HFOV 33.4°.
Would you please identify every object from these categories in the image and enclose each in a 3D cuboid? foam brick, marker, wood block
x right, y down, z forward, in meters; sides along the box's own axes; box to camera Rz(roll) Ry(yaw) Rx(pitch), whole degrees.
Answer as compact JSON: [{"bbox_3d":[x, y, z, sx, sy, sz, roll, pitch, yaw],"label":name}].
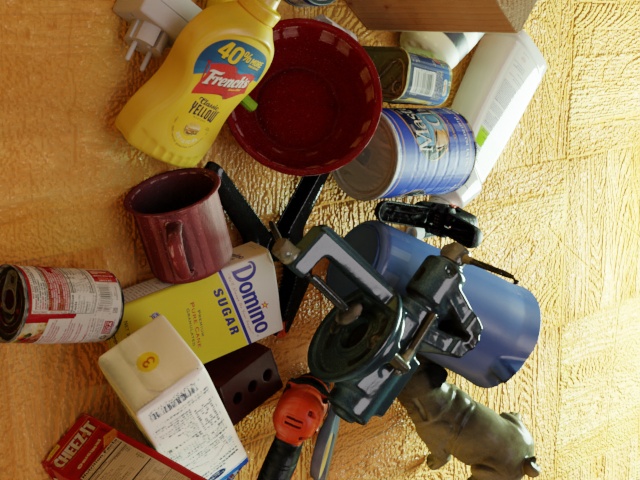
[{"bbox_3d":[-0.087,0.147,1.116,0.078,0.051,0.053,-36,122,-34],"label":"foam brick"},{"bbox_3d":[0.154,-0.015,1.344,0.120,0.020,0.020,-9,105,-44],"label":"marker"},{"bbox_3d":[0.125,-0.280,1.126,0.090,0.206,0.090,45,67,-40],"label":"wood block"}]

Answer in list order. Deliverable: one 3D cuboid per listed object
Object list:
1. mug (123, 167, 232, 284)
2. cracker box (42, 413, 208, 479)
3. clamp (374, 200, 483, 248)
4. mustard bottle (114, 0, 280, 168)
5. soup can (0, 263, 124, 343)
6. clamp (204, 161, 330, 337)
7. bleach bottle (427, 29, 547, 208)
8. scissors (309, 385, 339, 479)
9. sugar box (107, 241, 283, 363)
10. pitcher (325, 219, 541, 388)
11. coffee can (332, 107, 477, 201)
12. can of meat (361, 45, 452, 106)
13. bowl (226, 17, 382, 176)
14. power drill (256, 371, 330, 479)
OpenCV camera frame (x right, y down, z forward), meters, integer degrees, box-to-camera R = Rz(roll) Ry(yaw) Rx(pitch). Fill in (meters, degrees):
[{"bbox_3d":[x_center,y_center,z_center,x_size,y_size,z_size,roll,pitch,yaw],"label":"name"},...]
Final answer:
[{"bbox_3d":[-0.129,-0.007,1.003,0.093,0.117,0.081,-13,119,-1],"label":"mug"},{"bbox_3d":[-0.138,0.260,0.973,0.072,0.214,0.164,-49,128,-24],"label":"cracker box"},{"bbox_3d":[0.126,-0.026,1.211,0.171,0.120,0.039,-30,142,-80],"label":"clamp"},{"bbox_3d":[-0.098,-0.158,0.976,0.192,0.058,0.096,-50,143,14],"label":"mustard bottle"},{"bbox_3d":[-0.233,0.056,0.940,0.102,0.069,0.068,5,95,-46],"label":"soup can"},{"bbox_3d":[-0.057,0.001,1.124,0.164,0.036,0.210,-4,105,-39],"label":"clamp"},{"bbox_3d":[0.192,-0.141,1.327,0.102,0.068,0.250,41,72,-41],"label":"bleach bottle"},{"bbox_3d":[0.016,0.187,1.222,0.096,0.016,0.202,-16,117,-78],"label":"scissors"},{"bbox_3d":[-0.123,0.073,1.048,0.176,0.048,0.093,-21,116,-28],"label":"sugar box"},{"bbox_3d":[0.126,0.064,1.244,0.242,0.149,0.145,28,74,-29],"label":"pitcher"},{"bbox_3d":[0.094,-0.100,1.208,0.140,0.103,0.103,-7,103,-44],"label":"coffee can"},{"bbox_3d":[0.083,-0.180,1.181,0.083,0.102,0.057,3,96,-47],"label":"can of meat"},{"bbox_3d":[-0.021,-0.140,1.086,0.162,0.055,0.162,1,83,-7],"label":"bowl"},{"bbox_3d":[-0.041,0.235,1.142,0.184,0.057,0.188,-18,128,-82],"label":"power drill"}]
